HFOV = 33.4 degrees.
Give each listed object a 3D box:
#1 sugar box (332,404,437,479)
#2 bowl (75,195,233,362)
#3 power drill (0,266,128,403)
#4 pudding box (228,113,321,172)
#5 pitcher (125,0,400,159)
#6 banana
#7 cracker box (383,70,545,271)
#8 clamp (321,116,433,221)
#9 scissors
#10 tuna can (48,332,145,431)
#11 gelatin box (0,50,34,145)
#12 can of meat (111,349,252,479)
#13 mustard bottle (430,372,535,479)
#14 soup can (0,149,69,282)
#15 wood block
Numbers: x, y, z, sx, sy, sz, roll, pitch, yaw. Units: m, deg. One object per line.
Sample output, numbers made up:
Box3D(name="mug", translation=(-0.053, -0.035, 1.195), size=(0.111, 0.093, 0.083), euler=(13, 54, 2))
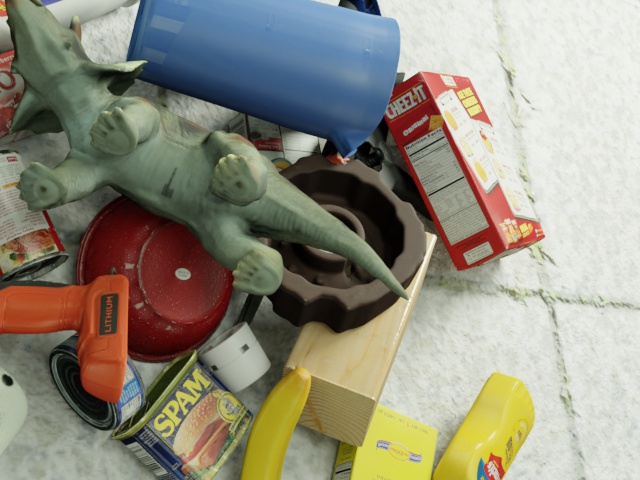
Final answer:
Box3D(name="sugar box", translation=(0.055, 0.253, 1.027), size=(0.093, 0.048, 0.176), euler=(25, 56, -22))
Box3D(name="bowl", translation=(-0.135, 0.030, 0.962), size=(0.161, 0.055, 0.162), euler=(4, 83, -35))
Box3D(name="power drill", translation=(-0.241, 0.076, 0.803), size=(0.187, 0.057, 0.184), euler=(7, 43, -14))
Box3D(name="pudding box", translation=(-0.042, -0.077, 1.111), size=(0.089, 0.039, 0.113), euler=(2, 72, -34))
Box3D(name="pitcher", translation=(-0.053, -0.187, 1.015), size=(0.242, 0.145, 0.149), euler=(14, 25, -14))
Box3D(name="banana", translation=(-0.041, 0.209, 0.948), size=(0.037, 0.070, 0.198), euler=(2, 91, -58))
Box3D(name="cracker box", translation=(0.159, -0.078, 1.198), size=(0.164, 0.072, 0.214), euler=(-11, 75, -63))
Box3D(name="clamp", translation=(0.057, -0.097, 1.158), size=(0.209, 0.036, 0.164), euler=(-1, 66, -57))
Box3D(name="scissors", translation=(-0.057, 0.001, 1.047), size=(0.096, 0.016, 0.201), euler=(48, 63, -21))
Box3D(name="tuna can", translation=(-0.187, 0.116, 0.893), size=(0.033, 0.086, 0.086), euler=(-37, 93, -38))
Box3D(name="gelatin box", translation=(-0.297, -0.122, 0.958), size=(0.089, 0.030, 0.073), euler=(-31, 89, -40))
Box3D(name="can of meat", translation=(-0.118, 0.162, 0.940), size=(0.084, 0.058, 0.102), euler=(47, 52, -12))
Box3D(name="mustard bottle", translation=(0.156, 0.230, 1.084), size=(0.191, 0.058, 0.096), euler=(-50, 143, -37))
Box3D(name="soup can", translation=(-0.267, -0.018, 0.909), size=(0.068, 0.069, 0.102), euler=(-22, 83, -39))
Box3D(name="wood block", translation=(0.037, 0.080, 1.037), size=(0.090, 0.091, 0.206), euler=(20, 51, 7))
